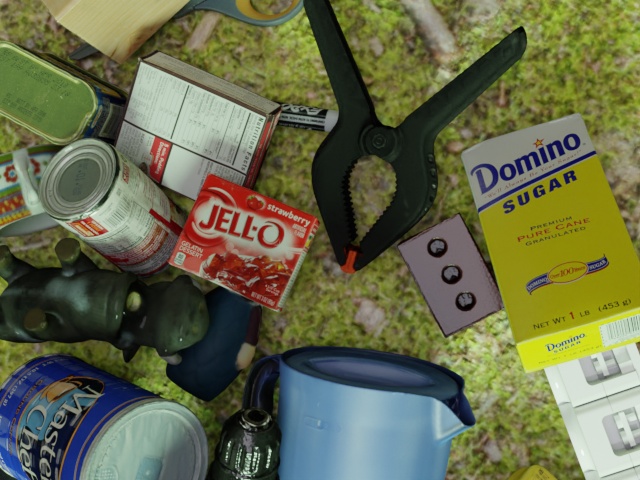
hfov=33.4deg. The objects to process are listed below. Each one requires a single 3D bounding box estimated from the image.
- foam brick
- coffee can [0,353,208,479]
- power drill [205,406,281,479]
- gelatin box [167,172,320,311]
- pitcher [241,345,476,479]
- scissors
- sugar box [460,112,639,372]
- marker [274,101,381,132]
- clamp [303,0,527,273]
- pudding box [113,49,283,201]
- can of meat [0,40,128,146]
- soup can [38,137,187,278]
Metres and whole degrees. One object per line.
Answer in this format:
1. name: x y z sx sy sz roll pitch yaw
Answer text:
1. foam brick: 0.097 0.024 0.787 0.053 0.051 0.078 -29 87 8
2. coffee can: -0.163 0.147 0.775 0.141 0.102 0.103 13 94 46
3. power drill: -0.110 0.201 0.688 0.057 0.187 0.184 41 133 41
4. gelatin box: -0.055 0.001 0.772 0.089 0.030 0.073 24 87 10
5. pitcher: 0.013 0.200 0.775 0.145 0.149 0.243 7 96 -11
6. scissors: -0.095 -0.173 0.831 0.202 0.016 0.096 -39 84 8
7. sugar box: 0.160 -0.003 0.732 0.093 0.048 0.176 -17 52 9
8. marker: -0.013 -0.095 0.819 0.121 0.020 0.020 9 93 9
9. clamp: 0.038 -0.082 0.781 0.165 0.036 0.210 23 103 12
10. pudding box: -0.095 -0.081 0.811 0.113 0.039 0.090 24 113 6
11. can of meat: -0.203 -0.108 0.816 0.102 0.084 0.057 28 95 7
12. soup can: -0.152 -0.022 0.791 0.069 0.102 0.068 -11 60 20
